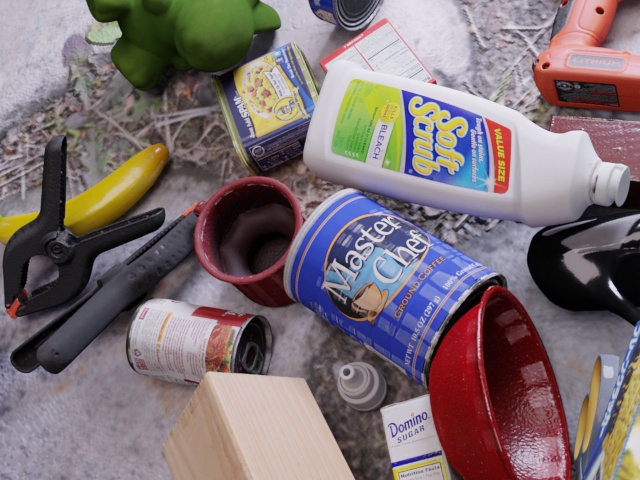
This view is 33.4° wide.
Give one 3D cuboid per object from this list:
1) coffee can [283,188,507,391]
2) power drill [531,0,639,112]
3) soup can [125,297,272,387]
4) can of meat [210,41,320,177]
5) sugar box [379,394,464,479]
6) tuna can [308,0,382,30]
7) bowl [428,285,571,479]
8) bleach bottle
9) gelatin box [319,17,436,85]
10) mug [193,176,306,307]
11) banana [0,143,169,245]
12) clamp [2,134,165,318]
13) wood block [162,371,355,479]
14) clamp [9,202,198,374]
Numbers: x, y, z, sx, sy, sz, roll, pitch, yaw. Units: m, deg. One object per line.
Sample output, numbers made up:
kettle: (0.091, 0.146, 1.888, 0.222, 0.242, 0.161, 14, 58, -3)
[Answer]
coffee can: (0.056, 0.036, 0.819, 0.140, 0.102, 0.103, 32, 82, 28)
power drill: (0.259, -0.197, 0.873, 0.185, 0.057, 0.187, 7, 68, 27)
soup can: (-0.099, 0.087, 0.876, 0.102, 0.068, 0.068, 8, 71, 24)
can of meat: (-0.041, -0.118, 0.948, 0.084, 0.057, 0.102, -24, 62, 7)
sugar box: (0.088, 0.205, 0.742, 0.048, 0.093, 0.176, -20, 62, 11)
tuna can: (0.026, -0.234, 0.956, 0.034, 0.086, 0.086, 26, 78, 29)
bowl: (0.119, 0.116, 0.737, 0.055, 0.161, 0.162, -19, 62, 26)
bleach bottle: (0.112, -0.072, 0.819, 0.251, 0.068, 0.102, 14, 82, 31)
gelatin box: (0.053, -0.142, 0.939, 0.073, 0.030, 0.089, -34, 62, 2)
mug: (-0.056, 0.001, 0.888, 0.117, 0.081, 0.093, 25, 78, 27)
banana: (-0.228, -0.032, 0.991, 0.198, 0.037, 0.069, -18, 65, 12)
clamp: (-0.234, -0.007, 0.948, 0.171, 0.039, 0.120, -42, 95, 11)
wood block: (-0.029, 0.198, 0.748, 0.090, 0.090, 0.206, -58, 41, 28)
clamp: (-0.168, 0.043, 0.892, 0.209, 0.165, 0.036, -41, 101, -15)
